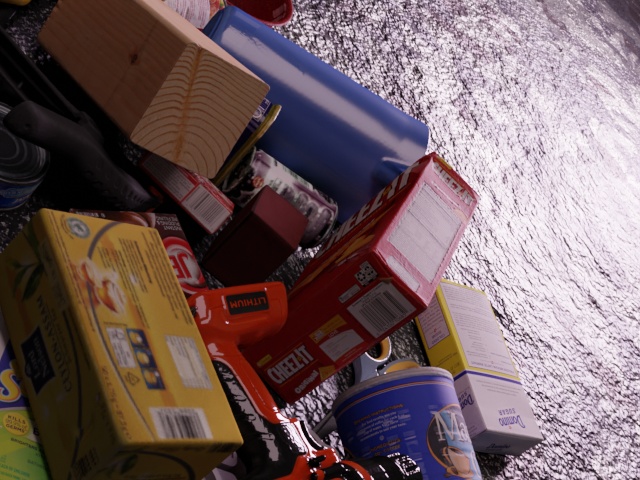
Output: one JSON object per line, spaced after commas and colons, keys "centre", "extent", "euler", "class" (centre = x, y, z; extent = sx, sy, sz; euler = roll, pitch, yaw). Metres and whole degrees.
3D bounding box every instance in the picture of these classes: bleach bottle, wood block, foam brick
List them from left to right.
{"centre": [-0.193, 0.089, 0.680], "extent": [0.102, 0.068, 0.251], "euler": [30, 34, -29], "class": "bleach bottle"}
{"centre": [-0.145, -0.147, 0.886], "extent": [0.090, 0.091, 0.206], "euler": [24, 14, -44], "class": "wood block"}
{"centre": [-0.056, 0.001, 0.923], "extent": [0.051, 0.078, 0.053], "euler": [40, 33, -10], "class": "foam brick"}

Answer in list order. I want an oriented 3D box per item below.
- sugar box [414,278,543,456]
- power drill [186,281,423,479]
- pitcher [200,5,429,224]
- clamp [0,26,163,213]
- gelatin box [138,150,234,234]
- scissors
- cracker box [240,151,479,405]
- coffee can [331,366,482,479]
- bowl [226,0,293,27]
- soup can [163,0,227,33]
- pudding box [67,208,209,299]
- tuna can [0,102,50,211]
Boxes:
{"centre": [0.153, 0.126, 1.070], "extent": [0.093, 0.048, 0.176], "euler": [17, 46, -39], "class": "sugar box"}
{"centre": [-0.021, 0.120, 0.736], "extent": [0.184, 0.057, 0.188], "euler": [-3, 58, -51], "class": "power drill"}
{"centre": [-0.025, -0.124, 1.066], "extent": [0.242, 0.149, 0.145], "euler": [33, 50, -17], "class": "pitcher"}
{"centre": [-0.196, -0.087, 0.831], "extent": [0.165, 0.036, 0.209], "euler": [54, 4, 37], "class": "clamp"}
{"centre": [-0.115, -0.049, 0.923], "extent": [0.089, 0.030, 0.073], "euler": [44, 2, -7], "class": "gelatin box"}
{"centre": [0.028, 0.122, 0.951], "extent": [0.201, 0.016, 0.096], "euler": [-4, 57, -52], "class": "scissors"}
{"centre": [0.039, 0.027, 0.927], "extent": [0.072, 0.164, 0.213], "euler": [46, 32, -7], "class": "cracker box"}
{"centre": [0.074, 0.184, 0.842], "extent": [0.102, 0.103, 0.140], "euler": [13, 52, -43], "class": "coffee can"}
{"centre": [-0.109, -0.283, 1.188], "extent": [0.162, 0.055, 0.162], "euler": [31, 35, -25], "class": "bowl"}
{"centre": [-0.152, -0.228, 1.067], "extent": [0.102, 0.069, 0.068], "euler": [-2, 57, -50], "class": "soup can"}
{"centre": [-0.145, 0.023, 0.829], "extent": [0.113, 0.039, 0.090], "euler": [0, 56, -50], "class": "pudding box"}
{"centre": [-0.249, -0.066, 0.806], "extent": [0.086, 0.034, 0.086], "euler": [31, 36, -25], "class": "tuna can"}
